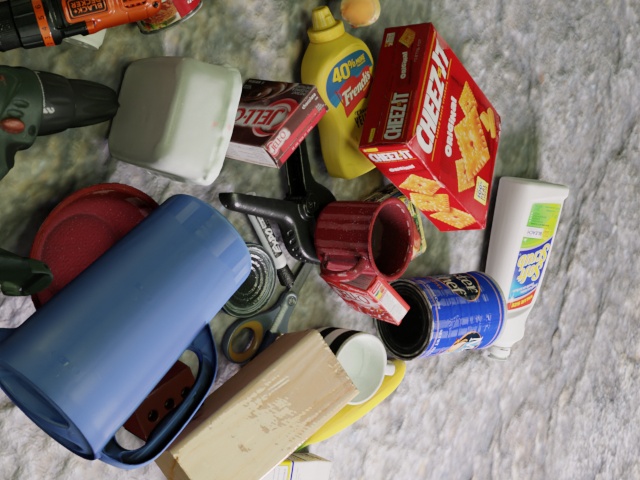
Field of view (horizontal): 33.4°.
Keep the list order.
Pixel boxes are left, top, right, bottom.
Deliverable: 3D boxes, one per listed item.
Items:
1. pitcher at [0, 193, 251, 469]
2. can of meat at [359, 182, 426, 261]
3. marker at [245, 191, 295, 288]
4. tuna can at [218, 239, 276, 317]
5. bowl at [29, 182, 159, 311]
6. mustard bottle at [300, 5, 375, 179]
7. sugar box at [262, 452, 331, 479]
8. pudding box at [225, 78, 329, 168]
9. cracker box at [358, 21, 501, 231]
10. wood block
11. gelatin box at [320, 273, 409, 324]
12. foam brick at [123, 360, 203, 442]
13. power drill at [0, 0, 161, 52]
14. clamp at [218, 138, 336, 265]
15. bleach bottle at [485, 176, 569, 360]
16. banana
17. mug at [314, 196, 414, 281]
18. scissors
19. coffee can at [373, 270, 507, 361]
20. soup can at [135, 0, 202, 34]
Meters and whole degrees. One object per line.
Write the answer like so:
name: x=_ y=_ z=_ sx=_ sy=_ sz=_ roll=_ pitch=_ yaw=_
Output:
pitcher: x=-0.168 y=0.078 z=0.976 sx=0.242 sy=0.145 sz=0.149 roll=-47 pitch=133 yaw=-26
can of meat: x=0.077 y=-0.010 z=1.296 sx=0.083 sy=0.058 sz=0.102 roll=-31 pitch=118 yaw=-35
marker: x=-0.058 y=0.001 z=1.198 sx=0.020 sy=0.020 sz=0.121 roll=-38 pitch=116 yaw=-29
tuna can: x=-0.090 y=0.041 z=1.176 sx=0.085 sy=0.034 sz=0.086 roll=-10 pitch=106 yaw=-39
bowl: x=-0.222 y=0.021 z=1.043 sx=0.161 sy=0.055 sz=0.162 roll=-10 pitch=106 yaw=-39
mustard bottle: x=0.025 y=-0.173 z=1.213 sx=0.096 sy=0.058 sz=0.191 roll=-35 pitch=120 yaw=-32
sugar box: x=-0.071 y=0.296 z=1.243 sx=0.175 sy=0.048 sz=0.093 roll=12 pitch=90 yaw=-45
pudding box: x=-0.059 y=-0.124 z=1.113 sx=0.090 sy=0.114 sz=0.039 roll=-51 pitch=127 yaw=-21
cracker box: x=0.138 y=-0.129 z=1.263 sx=0.213 sy=0.072 sz=0.164 roll=41 pitch=55 yaw=-49
wood block: x=-0.072 y=0.193 z=1.146 sx=0.205 sy=0.091 sz=0.090 roll=-38 pitch=99 yaw=-25
gelatin box: x=0.052 y=0.061 z=1.267 sx=0.030 sy=0.089 sz=0.073 roll=-55 pitch=128 yaw=-16
foam brick: x=-0.172 y=0.165 z=1.121 sx=0.078 sy=0.051 sz=0.053 roll=-34 pitch=120 yaw=-31
power drill: x=-0.248 y=-0.265 z=0.932 sx=0.184 sy=0.057 sz=0.187 roll=-16 pitch=105 yaw=-9
clamp: x=-0.023 y=-0.051 z=1.203 sx=0.209 sy=0.036 sz=0.164 roll=48 pitch=54 yaw=-41
bleach bottle: x=0.272 y=0.041 z=1.473 sx=0.102 sy=0.068 sz=0.251 roll=2 pitch=100 yaw=-41
banana: x=0.045 y=0.192 z=1.310 sx=0.197 sy=0.070 sz=0.037 roll=-31 pitch=96 yaw=-31
mug: x=0.041 y=0.004 z=1.191 sx=0.117 sy=0.082 sz=0.093 roll=-55 pitch=133 yaw=-36
scissors: x=-0.054 y=0.070 z=1.227 sx=0.096 sy=0.016 sz=0.202 roll=23 pitch=78 yaw=-36
coffee can: x=0.153 y=0.094 z=1.353 sx=0.140 sy=0.103 sz=0.103 roll=-3 pitch=102 yaw=-40
soup can: x=-0.166 y=-0.259 z=1.022 sx=0.068 sy=0.069 sz=0.102 roll=-43 pitch=124 yaw=-26
